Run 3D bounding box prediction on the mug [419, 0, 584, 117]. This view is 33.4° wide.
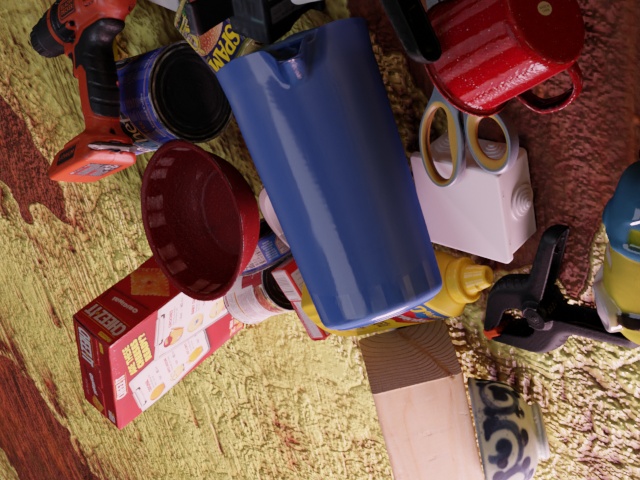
[{"bbox_3d":[0.139,-0.137,0.760,0.117,0.093,0.082,44,144,-16],"label":"mug"}]

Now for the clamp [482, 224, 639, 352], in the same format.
[{"bbox_3d":[0.202,0.063,0.915,0.120,0.039,0.172,51,153,8],"label":"clamp"}]

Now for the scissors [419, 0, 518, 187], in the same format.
[{"bbox_3d":[0.111,-0.134,0.813,0.096,0.016,0.202,16,116,38],"label":"scissors"}]

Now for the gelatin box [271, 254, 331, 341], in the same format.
[{"bbox_3d":[0.001,0.048,1.108,0.030,0.073,0.089,-10,115,54],"label":"gelatin box"}]

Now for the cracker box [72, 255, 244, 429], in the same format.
[{"bbox_3d":[-0.182,0.093,1.240,0.072,0.213,0.164,34,143,24],"label":"cracker box"}]

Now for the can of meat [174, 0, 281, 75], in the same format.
[{"bbox_3d":[-0.084,-0.202,0.986,0.084,0.057,0.102,50,149,5],"label":"can of meat"}]

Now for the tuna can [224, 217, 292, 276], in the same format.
[{"bbox_3d":[-0.057,0.001,1.122,0.086,0.086,0.034,-10,112,53],"label":"tuna can"}]

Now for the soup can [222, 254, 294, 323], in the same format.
[{"bbox_3d":[-0.058,0.053,1.189,0.068,0.068,0.102,56,147,-7],"label":"soup can"}]

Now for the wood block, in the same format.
[{"bbox_3d":[0.108,0.194,1.077,0.091,0.090,0.206,-101,-3,-59],"label":"wood block"}]

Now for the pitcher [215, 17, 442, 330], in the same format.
[{"bbox_3d":[0.015,-0.054,0.903,0.145,0.148,0.243,-17,93,49],"label":"pitcher"}]

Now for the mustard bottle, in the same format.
[{"bbox_3d":[0.079,0.048,1.002,0.192,0.058,0.096,-15,148,42],"label":"mustard bottle"}]

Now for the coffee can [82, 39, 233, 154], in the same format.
[{"bbox_3d":[-0.168,-0.144,1.099,0.141,0.102,0.103,-2,120,51],"label":"coffee can"}]

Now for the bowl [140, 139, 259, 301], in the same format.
[{"bbox_3d":[-0.110,-0.024,1.061,0.162,0.055,0.162,18,115,43],"label":"bowl"}]

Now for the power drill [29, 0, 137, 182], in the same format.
[{"bbox_3d":[-0.238,-0.156,1.058,0.185,0.057,0.187,-14,79,53],"label":"power drill"}]
